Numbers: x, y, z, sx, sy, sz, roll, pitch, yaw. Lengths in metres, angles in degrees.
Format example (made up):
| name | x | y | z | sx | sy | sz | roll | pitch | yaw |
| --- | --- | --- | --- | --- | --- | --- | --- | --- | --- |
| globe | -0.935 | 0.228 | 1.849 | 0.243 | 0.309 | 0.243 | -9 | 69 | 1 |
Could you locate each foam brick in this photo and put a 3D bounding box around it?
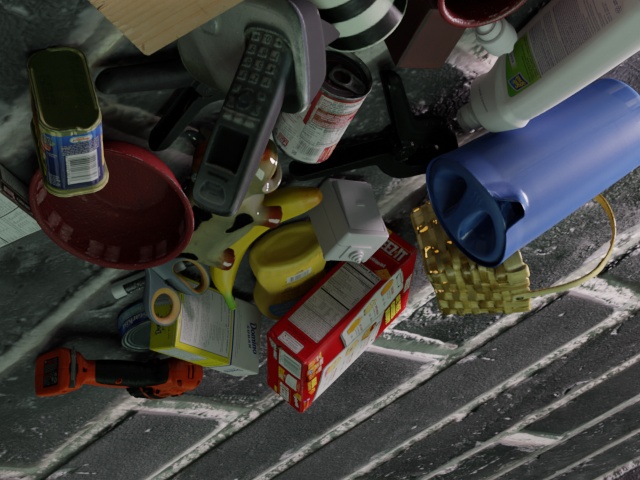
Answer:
| name | x | y | z | sx | sy | sz | roll | pitch | yaw |
| --- | --- | --- | --- | --- | --- | --- | --- | --- | --- |
| foam brick | 0.098 | -0.205 | 0.992 | 0.051 | 0.053 | 0.078 | -4 | 148 | -27 |

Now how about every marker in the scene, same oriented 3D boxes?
| name | x | y | z | sx | sy | sz | roll | pitch | yaw |
| --- | --- | --- | --- | --- | --- | --- | --- | --- | --- |
| marker | -0.190 | 0.037 | 1.260 | 0.121 | 0.020 | 0.020 | -23 | 151 | 5 |

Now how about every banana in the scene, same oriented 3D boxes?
| name | x | y | z | sx | sy | sz | roll | pitch | yaw |
| --- | --- | --- | --- | --- | --- | --- | --- | --- | --- |
| banana | -0.075 | -0.006 | 1.219 | 0.069 | 0.037 | 0.198 | 33 | 122 | -10 |

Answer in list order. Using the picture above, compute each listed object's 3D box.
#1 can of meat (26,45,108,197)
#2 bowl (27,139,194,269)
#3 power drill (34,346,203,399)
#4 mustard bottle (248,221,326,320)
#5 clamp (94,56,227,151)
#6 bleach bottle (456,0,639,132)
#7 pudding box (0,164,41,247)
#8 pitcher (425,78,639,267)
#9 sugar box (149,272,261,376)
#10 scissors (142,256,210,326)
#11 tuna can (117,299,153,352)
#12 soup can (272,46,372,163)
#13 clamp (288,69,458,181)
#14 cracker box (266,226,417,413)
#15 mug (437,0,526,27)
| name | x | y | z | sx | sy | sz | roll | pitch | yaw |
| --- | --- | --- | --- | --- | --- | --- | --- | --- | --- |
| can of meat | -0.219 | -0.103 | 0.919 | 0.057 | 0.102 | 0.084 | -11 | 148 | -16 |
| bowl | -0.198 | -0.045 | 1.042 | 0.162 | 0.055 | 0.162 | 5 | 136 | 5 |
| power drill | -0.268 | 0.176 | 1.383 | 0.187 | 0.057 | 0.185 | 6 | 163 | -32 |
| mustard bottle | -0.038 | 0.053 | 1.339 | 0.096 | 0.058 | 0.192 | -25 | 153 | -14 |
| clamp | -0.116 | -0.151 | 0.967 | 0.171 | 0.039 | 0.120 | -33 | 154 | 12 |
| bleach bottle | 0.233 | -0.190 | 1.073 | 0.068 | 0.102 | 0.251 | 16 | 144 | -36 |
| pudding box | -0.340 | -0.023 | 1.046 | 0.113 | 0.039 | 0.090 | -22 | 152 | 8 |
| pitcher | 0.241 | -0.084 | 1.181 | 0.242 | 0.149 | 0.145 | -29 | 149 | -19 |
| sugar box | -0.140 | 0.109 | 1.333 | 0.048 | 0.093 | 0.176 | -8 | 158 | 28 |
| scissors | -0.199 | 0.033 | 1.186 | 0.201 | 0.016 | 0.096 | 31 | 86 | -48 |
| tuna can | -0.212 | 0.106 | 1.348 | 0.086 | 0.034 | 0.086 | -15 | 151 | -9 |
| soup can | 0.000 | -0.130 | 1.041 | 0.068 | 0.068 | 0.102 | -3 | 147 | -28 |
| clamp | 0.075 | -0.103 | 1.165 | 0.165 | 0.036 | 0.209 | -38 | 149 | 27 |
| cracker box | 0.024 | 0.099 | 1.356 | 0.213 | 0.072 | 0.164 | -44 | 160 | -23 |
| mug | 0.138 | -0.242 | 0.923 | 0.117 | 0.081 | 0.093 | 14 | 136 | -45 |
